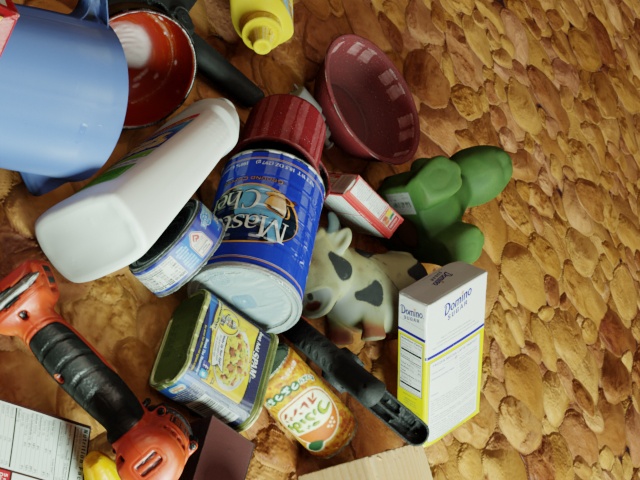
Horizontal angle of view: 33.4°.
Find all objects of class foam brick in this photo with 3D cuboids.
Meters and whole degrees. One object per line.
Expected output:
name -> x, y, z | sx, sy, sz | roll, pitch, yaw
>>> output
foam brick -> -0.096, 0.191, 0.868 | 0.051, 0.053, 0.078 | 41, 44, -28

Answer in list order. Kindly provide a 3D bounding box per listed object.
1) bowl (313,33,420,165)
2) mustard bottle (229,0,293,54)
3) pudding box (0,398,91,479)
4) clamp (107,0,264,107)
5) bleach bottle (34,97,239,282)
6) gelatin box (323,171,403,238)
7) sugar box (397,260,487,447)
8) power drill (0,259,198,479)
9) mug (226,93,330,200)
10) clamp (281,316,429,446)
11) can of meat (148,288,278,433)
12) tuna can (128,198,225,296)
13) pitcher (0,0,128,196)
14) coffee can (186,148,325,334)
bowl -> 0.043, -0.151, 1.216 | 0.161, 0.055, 0.162 | 26, 52, -39
mustard bottle -> -0.062, -0.258, 1.114 | 0.191, 0.058, 0.096 | -95, 160, -44
pudding box -> -0.220, 0.162, 0.751 | 0.113, 0.039, 0.090 | 30, 48, -40
clamp -> -0.144, -0.219, 1.048 | 0.209, 0.036, 0.164 | 3, 67, -53
bleach bottle -> -0.141, -0.061, 0.933 | 0.068, 0.103, 0.250 | 59, 31, -17
gelatin box -> 0.036, -0.039, 1.122 | 0.073, 0.089, 0.030 | 43, 77, -24
sugar box -> 0.122, 0.115, 1.084 | 0.093, 0.048, 0.176 | -25, 124, -37
power drill -> -0.165, 0.099, 0.788 | 0.057, 0.184, 0.187 | -43, 93, -7
mug -> -0.031, -0.085, 1.066 | 0.117, 0.093, 0.081 | 39, 40, -24
clamp -> 0.021, 0.117, 0.970 | 0.039, 0.172, 0.120 | -48, 149, -12
can of meat -> -0.091, 0.104, 0.919 | 0.083, 0.058, 0.102 | 38, 44, -27
tuna can -> -0.123, 0.005, 0.911 | 0.033, 0.086, 0.086 | 45, 42, -22
pitcher -> -0.269, -0.131, 0.774 | 0.242, 0.145, 0.149 | 7, 65, -45
coffee can -> -0.056, 0.001, 0.978 | 0.102, 0.103, 0.140 | 38, 45, -30
